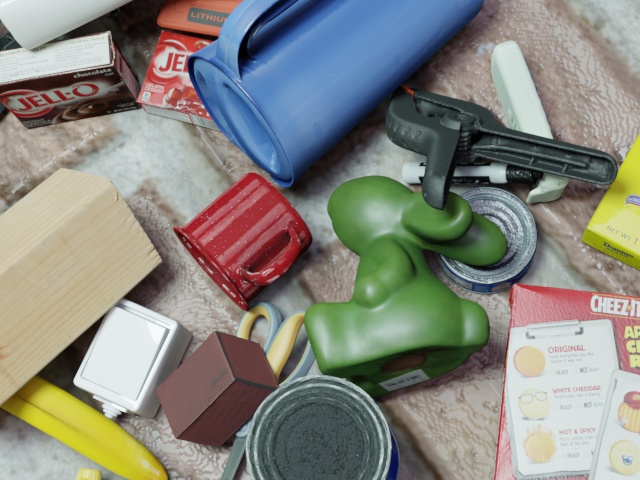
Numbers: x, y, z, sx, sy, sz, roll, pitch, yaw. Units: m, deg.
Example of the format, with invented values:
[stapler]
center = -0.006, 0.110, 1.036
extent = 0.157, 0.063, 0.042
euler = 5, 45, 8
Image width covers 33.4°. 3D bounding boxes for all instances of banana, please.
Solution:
[banana]
center = -0.212, 0.143, 0.873
extent = 0.198, 0.069, 0.037
euler = 26, 74, 13

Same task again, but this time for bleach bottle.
[bleach bottle]
center = -0.152, -0.252, 0.887
extent = 0.251, 0.068, 0.102
euler = -24, 55, 3

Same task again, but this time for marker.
[marker]
center = 0.126, -0.056, 0.889
extent = 0.121, 0.020, 0.020
euler = 3, 74, 30

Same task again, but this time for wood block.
[wood block]
center = -0.240, 0.042, 0.845
extent = 0.205, 0.091, 0.090
euler = -44, 34, -25

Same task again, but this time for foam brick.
[foam brick]
center = -0.082, 0.119, 0.851
extent = 0.078, 0.051, 0.053
euler = -45, 49, 21

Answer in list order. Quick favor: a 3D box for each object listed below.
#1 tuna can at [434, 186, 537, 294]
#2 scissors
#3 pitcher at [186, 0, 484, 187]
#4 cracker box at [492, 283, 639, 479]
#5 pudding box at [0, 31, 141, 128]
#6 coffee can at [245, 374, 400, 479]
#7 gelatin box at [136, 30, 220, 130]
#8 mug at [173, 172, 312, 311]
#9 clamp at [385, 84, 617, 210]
[tuna can]
center = 0.137, -0.001, 0.887
extent = 0.086, 0.033, 0.086
euler = -2, 75, 6
[scissors]
center = -0.066, 0.136, 0.879
extent = 0.096, 0.016, 0.202
euler = 41, 102, 44
[pitcher]
center = 0.017, -0.171, 0.882
extent = 0.242, 0.149, 0.145
euler = -40, 106, -14
[cracker box]
center = 0.217, 0.152, 0.817
extent = 0.164, 0.072, 0.213
euler = 6, 75, 8
[pudding box]
center = -0.224, -0.140, 0.940
extent = 0.113, 0.090, 0.039
euler = -12, 73, 3
[coffee can]
center = 0.006, 0.162, 0.803
extent = 0.103, 0.140, 0.103
euler = -2, 74, 6
[gelatin box]
center = -0.111, -0.143, 0.958
extent = 0.089, 0.030, 0.073
euler = 15, 77, 10
[mug]
center = -0.056, 0.001, 0.874
extent = 0.081, 0.093, 0.117
euler = -42, 30, -11
[clamp]
center = 0.105, -0.078, 0.846
extent = 0.164, 0.036, 0.210
euler = -12, 30, -30
